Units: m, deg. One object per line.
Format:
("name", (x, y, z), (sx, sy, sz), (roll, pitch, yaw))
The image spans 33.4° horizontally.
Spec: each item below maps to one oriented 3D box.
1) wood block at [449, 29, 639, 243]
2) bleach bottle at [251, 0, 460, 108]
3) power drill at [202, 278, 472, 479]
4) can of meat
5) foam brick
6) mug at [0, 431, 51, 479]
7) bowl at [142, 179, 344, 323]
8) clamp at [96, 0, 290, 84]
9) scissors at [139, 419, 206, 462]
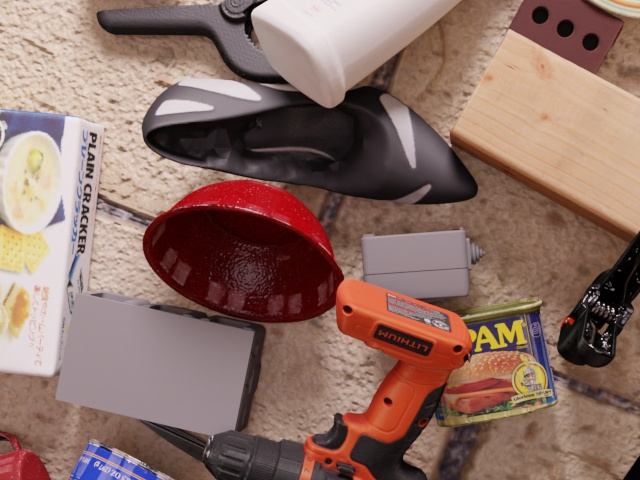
("wood block", (0.210, -0.066, 0.816), (0.206, 0.090, 0.090), (30, 93, 7))
("bleach bottle", (0.075, -0.204, 0.818), (0.250, 0.068, 0.103), (-35, 44, -13))
("power drill", (0.020, 0.126, 0.800), (0.184, 0.057, 0.188), (17, 110, -6))
("can of meat", (0.131, 0.096, 0.843), (0.102, 0.057, 0.084), (-11, 91, 8))
("foam brick", (0.190, -0.162, 0.839), (0.078, 0.051, 0.053), (29, 94, 7))
("mug", (-0.272, 0.213, 0.889), (0.081, 0.093, 0.117), (-18, 53, 2))
("bowl", (-0.056, 0.001, 0.841), (0.162, 0.162, 0.055), (8, 57, 8))
("clamp", (-0.075, -0.188, 0.884), (0.210, 0.036, 0.164), (44, 97, 10))
("scissors", (-0.048, 0.184, 0.887), (0.202, 0.016, 0.096), (43, 95, 5))
